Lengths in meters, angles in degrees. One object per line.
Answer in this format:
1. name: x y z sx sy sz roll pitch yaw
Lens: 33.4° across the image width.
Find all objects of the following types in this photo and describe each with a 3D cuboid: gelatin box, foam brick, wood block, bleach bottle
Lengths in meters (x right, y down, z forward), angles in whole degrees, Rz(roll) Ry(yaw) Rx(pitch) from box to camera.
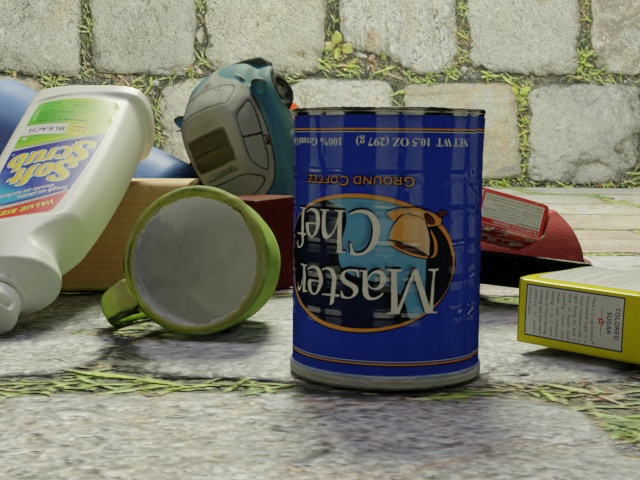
1. gelatin box: 0.120 -0.018 0.804 0.089 0.030 0.073 15 -7 0
2. foam brick: -0.056 0.001 0.890 0.051 0.078 0.052 7 8 39
3. wood block: -0.208 -0.007 0.896 0.206 0.091 0.090 1 6 0
4. bleach bottle: -0.190 -0.025 0.763 0.102 0.068 0.250 1 36 3

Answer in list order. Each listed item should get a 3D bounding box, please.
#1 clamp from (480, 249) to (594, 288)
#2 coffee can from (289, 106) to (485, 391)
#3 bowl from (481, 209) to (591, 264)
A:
1. clamp: 0.107 0.018 0.841 0.164 0.036 0.210 17 -10 -12
2. coffee can: 0.035 0.000 0.570 0.103 0.140 0.103 1 5 0
3. bowl: 0.193 -0.004 1.083 0.162 0.055 0.162 0 5 0
